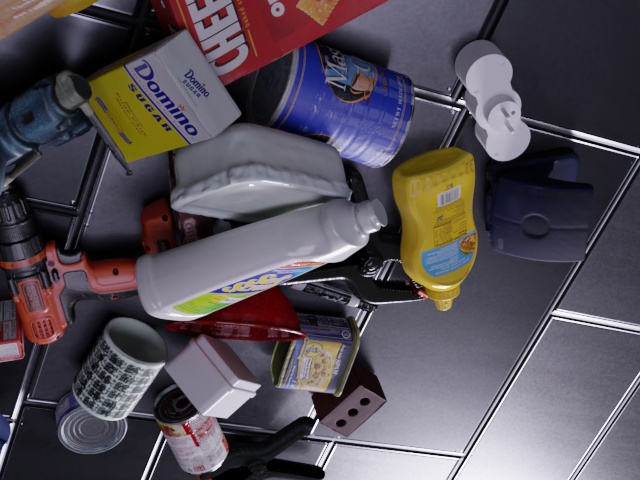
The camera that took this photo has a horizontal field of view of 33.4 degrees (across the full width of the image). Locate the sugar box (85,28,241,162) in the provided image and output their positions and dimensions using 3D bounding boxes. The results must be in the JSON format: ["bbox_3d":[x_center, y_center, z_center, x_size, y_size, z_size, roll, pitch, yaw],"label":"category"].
[{"bbox_3d":[-0.156,-0.129,0.993,0.048,0.177,0.093,-43,110,-28],"label":"sugar box"}]

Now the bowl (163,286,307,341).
[{"bbox_3d":[-0.094,0.078,1.206,0.162,0.162,0.055,8,78,-21],"label":"bowl"}]

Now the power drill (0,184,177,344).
[{"bbox_3d":[-0.248,0.011,1.142,0.187,0.057,0.184,-12,118,-6],"label":"power drill"}]

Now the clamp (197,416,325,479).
[{"bbox_3d":[-0.075,0.297,1.409,0.171,0.039,0.120,-18,123,5],"label":"clamp"}]

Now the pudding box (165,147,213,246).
[{"bbox_3d":[-0.137,-0.063,1.103,0.039,0.090,0.113,-7,125,-13],"label":"pudding box"}]

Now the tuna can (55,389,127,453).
[{"bbox_3d":[-0.278,0.219,1.298,0.086,0.034,0.086,-7,126,-11],"label":"tuna can"}]

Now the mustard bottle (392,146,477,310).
[{"bbox_3d":[0.135,-0.005,1.220,0.096,0.058,0.191,-23,121,-27],"label":"mustard bottle"}]

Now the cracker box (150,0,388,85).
[{"bbox_3d":[-0.050,-0.255,0.971,0.213,0.072,0.164,-30,129,-14],"label":"cracker box"}]

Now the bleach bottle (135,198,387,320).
[{"bbox_3d":[-0.054,0.012,1.050,0.251,0.068,0.102,-21,162,25],"label":"bleach bottle"}]

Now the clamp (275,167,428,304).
[{"bbox_3d":[0.044,0.026,1.247,0.165,0.036,0.209,-45,127,10],"label":"clamp"}]

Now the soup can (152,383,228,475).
[{"bbox_3d":[-0.159,0.234,1.321,0.068,0.068,0.102,-19,128,-2],"label":"soup can"}]

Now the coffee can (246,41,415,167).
[{"bbox_3d":[0.009,-0.141,1.080,0.140,0.103,0.103,16,119,-25],"label":"coffee can"}]

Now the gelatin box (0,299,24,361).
[{"bbox_3d":[-0.370,0.103,1.166,0.089,0.073,0.030,-9,127,-11],"label":"gelatin box"}]

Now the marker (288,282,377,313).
[{"bbox_3d":[0.017,0.064,1.280,0.121,0.020,0.020,19,117,-27],"label":"marker"}]

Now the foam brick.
[{"bbox_3d":[0.035,0.203,1.364,0.053,0.051,0.078,34,110,-32],"label":"foam brick"}]

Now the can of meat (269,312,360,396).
[{"bbox_3d":[-0.008,0.138,1.303,0.083,0.057,0.102,8,121,-18],"label":"can of meat"}]
